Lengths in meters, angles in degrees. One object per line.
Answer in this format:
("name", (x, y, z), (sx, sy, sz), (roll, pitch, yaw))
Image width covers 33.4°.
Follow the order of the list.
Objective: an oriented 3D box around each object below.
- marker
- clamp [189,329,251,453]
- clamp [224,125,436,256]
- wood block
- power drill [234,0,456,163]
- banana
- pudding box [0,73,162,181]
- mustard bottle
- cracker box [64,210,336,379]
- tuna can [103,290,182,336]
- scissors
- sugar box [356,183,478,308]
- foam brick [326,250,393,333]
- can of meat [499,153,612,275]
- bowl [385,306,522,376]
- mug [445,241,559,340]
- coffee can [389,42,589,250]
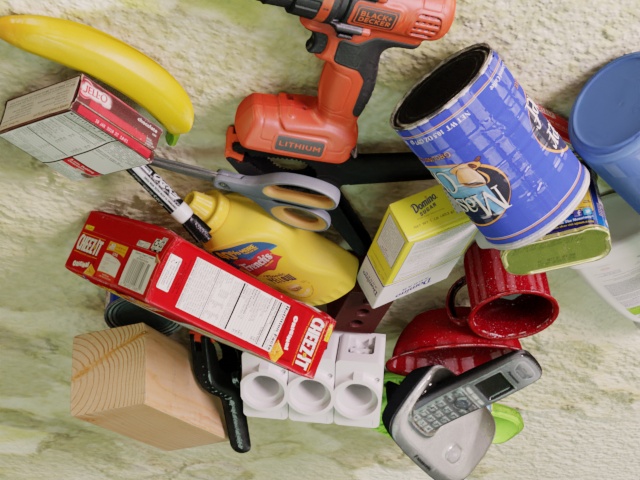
("marker", (-0.143, -0.043, 0.962), (0.020, 0.020, 0.121), (-34, 106, 34))
("clamp", (-0.102, 0.162, 1.216), (0.039, 0.120, 0.171), (-5, 144, 34))
("clamp", (0.013, -0.062, 0.979), (0.209, 0.036, 0.165), (24, 137, -29))
("wood block", (-0.183, 0.168, 1.191), (0.091, 0.090, 0.206), (-12, 155, 18))
("power drill", (-0.008, -0.146, 0.847), (0.184, 0.057, 0.188), (9, 142, -18))
("banana", (-0.167, -0.133, 0.869), (0.070, 0.037, 0.197), (-28, 137, 29))
("pudding box", (-0.203, -0.092, 0.894), (0.114, 0.039, 0.090), (-10, 146, 40))
("mustard bottle", (-0.057, 0.002, 1.040), (0.096, 0.058, 0.191), (-12, 146, 43))
("cracker box", (-0.115, 0.051, 1.033), (0.213, 0.072, 0.164), (30, 170, -38))
("tuna can", (-0.188, 0.070, 1.143), (0.086, 0.034, 0.086), (-2, 144, -2))
("scissors", (-0.074, -0.044, 0.972), (0.202, 0.016, 0.096), (8, 154, 20))
("sugar box", (0.095, 0.003, 1.017), (0.093, 0.048, 0.176), (-21, 164, -17))
("foam brick", (0.042, 0.056, 1.131), (0.053, 0.051, 0.078), (7, 142, -15))
("can of meat", (0.206, -0.022, 0.961), (0.102, 0.084, 0.057), (-14, 142, 15))
("bowl", (0.151, 0.112, 1.194), (0.162, 0.055, 0.162), (-1, 160, -1))
("mug", (0.184, 0.050, 1.111), (0.117, 0.081, 0.093), (-26, 138, 26))
("coffee can", (0.140, -0.076, 0.879), (0.103, 0.102, 0.140), (-30, 112, 31))
